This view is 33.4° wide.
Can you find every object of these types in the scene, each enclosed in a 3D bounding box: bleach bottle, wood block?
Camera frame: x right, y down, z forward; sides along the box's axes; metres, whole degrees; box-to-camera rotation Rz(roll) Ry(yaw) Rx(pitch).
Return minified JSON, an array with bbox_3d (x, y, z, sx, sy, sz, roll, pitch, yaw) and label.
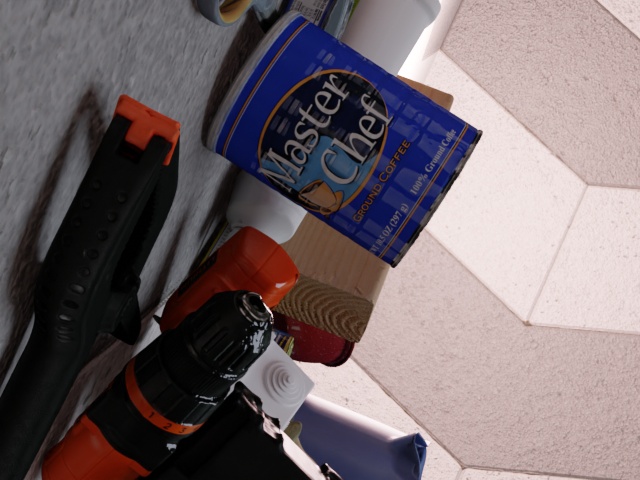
[{"bbox_3d":[-0.001,-0.091,0.810,0.103,0.068,0.250,-13,-134,60],"label":"bleach bottle"},{"bbox_3d":[0.032,-0.033,0.886,0.090,0.091,0.206,103,10,-63],"label":"wood block"}]

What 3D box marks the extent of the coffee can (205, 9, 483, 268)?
[{"bbox_3d":[0.014,-0.063,0.665,0.103,0.140,0.103,-57,179,-2],"label":"coffee can"}]

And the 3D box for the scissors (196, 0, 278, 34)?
[{"bbox_3d":[-0.028,-0.154,0.582,0.201,0.016,0.096,-48,162,-76],"label":"scissors"}]

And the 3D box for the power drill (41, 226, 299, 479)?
[{"bbox_3d":[-0.074,0.061,0.640,0.185,0.057,0.187,-42,-174,27],"label":"power drill"}]

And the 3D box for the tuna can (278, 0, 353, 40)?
[{"bbox_3d":[-0.007,-0.147,0.741,0.086,0.034,0.086,26,89,-85],"label":"tuna can"}]

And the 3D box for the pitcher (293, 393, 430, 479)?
[{"bbox_3d":[-0.031,0.211,1.007,0.145,0.243,0.149,94,21,-76],"label":"pitcher"}]

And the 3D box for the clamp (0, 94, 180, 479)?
[{"bbox_3d":[-0.102,0.021,0.494,0.210,0.036,0.164,-64,179,30],"label":"clamp"}]
